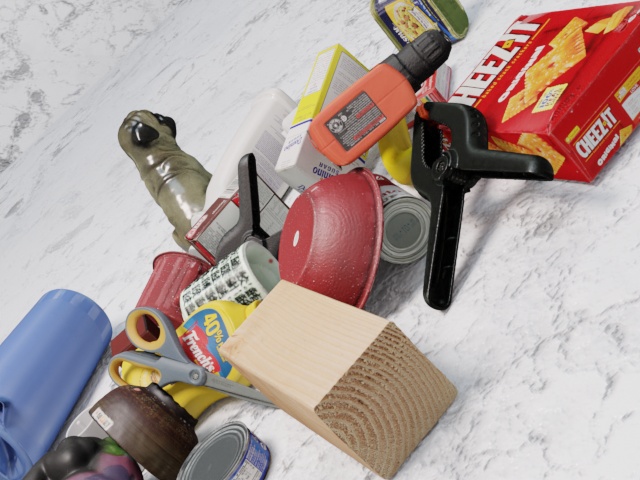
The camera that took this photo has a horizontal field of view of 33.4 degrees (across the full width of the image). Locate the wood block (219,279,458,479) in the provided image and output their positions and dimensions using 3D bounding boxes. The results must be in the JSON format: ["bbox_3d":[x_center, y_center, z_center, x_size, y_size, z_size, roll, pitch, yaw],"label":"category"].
[{"bbox_3d":[0.008,0.107,0.878,0.090,0.090,0.206,-49,23,-12],"label":"wood block"}]

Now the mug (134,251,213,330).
[{"bbox_3d":[-0.161,0.067,1.219,0.117,0.093,0.081,-51,14,52],"label":"mug"}]

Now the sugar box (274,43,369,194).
[{"bbox_3d":[0.015,-0.128,1.227,0.048,0.093,0.176,-13,49,49],"label":"sugar box"}]

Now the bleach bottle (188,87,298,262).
[{"bbox_3d":[-0.096,-0.075,1.346,0.068,0.102,0.250,-21,30,52],"label":"bleach bottle"}]

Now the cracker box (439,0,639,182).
[{"bbox_3d":[0.214,-0.139,0.984,0.164,0.072,0.214,-49,23,-11],"label":"cracker box"}]

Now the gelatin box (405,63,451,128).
[{"bbox_3d":[0.116,-0.174,1.261,0.073,0.030,0.089,-31,26,29],"label":"gelatin box"}]

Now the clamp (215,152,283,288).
[{"bbox_3d":[-0.058,0.001,1.175,0.039,0.120,0.171,-20,-48,-63],"label":"clamp"}]

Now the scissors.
[{"bbox_3d":[-0.124,0.111,1.035,0.202,0.016,0.096,-3,84,29],"label":"scissors"}]

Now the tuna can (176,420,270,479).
[{"bbox_3d":[-0.085,0.203,0.938,0.086,0.033,0.086,-36,24,19],"label":"tuna can"}]

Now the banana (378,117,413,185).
[{"bbox_3d":[0.090,-0.101,1.147,0.198,0.037,0.070,-114,41,-70],"label":"banana"}]

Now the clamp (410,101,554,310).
[{"bbox_3d":[0.117,-0.050,0.942,0.165,0.036,0.210,-58,29,23],"label":"clamp"}]

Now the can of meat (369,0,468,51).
[{"bbox_3d":[0.126,-0.285,1.345,0.084,0.102,0.057,-18,33,42],"label":"can of meat"}]

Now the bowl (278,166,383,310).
[{"bbox_3d":[0.002,0.004,1.010,0.162,0.055,0.162,-169,90,-69],"label":"bowl"}]

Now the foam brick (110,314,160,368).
[{"bbox_3d":[-0.185,0.130,1.175,0.053,0.078,0.051,-41,22,1],"label":"foam brick"}]

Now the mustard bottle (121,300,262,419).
[{"bbox_3d":[-0.110,0.116,1.073,0.192,0.058,0.096,-34,60,19],"label":"mustard bottle"}]

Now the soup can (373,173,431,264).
[{"bbox_3d":[0.063,-0.022,1.037,0.068,0.068,0.102,-44,23,-1],"label":"soup can"}]

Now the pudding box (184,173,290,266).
[{"bbox_3d":[-0.089,-0.013,1.245,0.113,0.090,0.039,-50,25,-15],"label":"pudding box"}]

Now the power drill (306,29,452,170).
[{"bbox_3d":[0.059,-0.143,1.076,0.184,0.057,0.187,-41,4,12],"label":"power drill"}]

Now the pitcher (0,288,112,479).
[{"bbox_3d":[-0.361,0.182,1.334,0.149,0.145,0.242,-12,33,32],"label":"pitcher"}]
